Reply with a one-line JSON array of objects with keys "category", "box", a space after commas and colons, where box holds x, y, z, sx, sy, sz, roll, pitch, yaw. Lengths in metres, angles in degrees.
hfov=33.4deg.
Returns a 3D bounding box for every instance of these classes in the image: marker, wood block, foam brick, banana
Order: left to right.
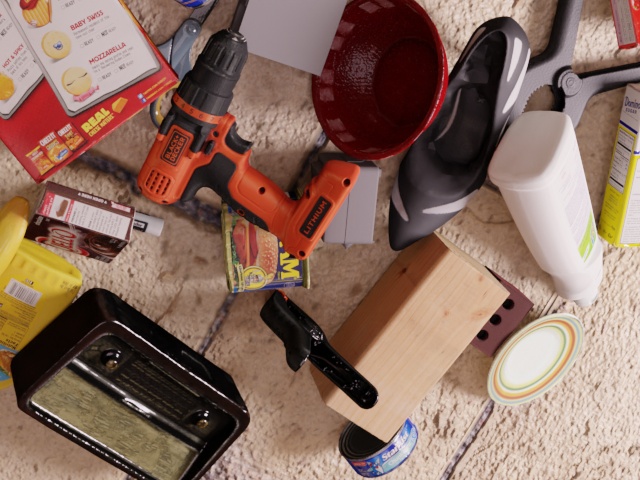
[{"category": "banana", "box": [-0.347, 0.029, 1.013, 0.198, 0.037, 0.069, -26, 89, 17]}, {"category": "marker", "box": [-0.217, -0.030, 1.068, 0.121, 0.020, 0.020, 18, 104, -16]}, {"category": "wood block", "box": [0.091, 0.097, 1.136, 0.090, 0.091, 0.206, 35, 99, -20]}, {"category": "foam brick", "box": [0.183, 0.078, 1.169, 0.053, 0.051, 0.078, 34, 99, -20]}]

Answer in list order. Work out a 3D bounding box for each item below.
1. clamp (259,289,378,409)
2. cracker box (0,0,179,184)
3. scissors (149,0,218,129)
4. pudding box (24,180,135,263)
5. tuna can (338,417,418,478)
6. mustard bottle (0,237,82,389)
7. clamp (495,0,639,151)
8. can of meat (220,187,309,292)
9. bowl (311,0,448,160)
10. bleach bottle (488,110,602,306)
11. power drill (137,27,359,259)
[{"category": "clamp", "box": [-0.020, 0.099, 1.068, 0.039, 0.172, 0.120, -49, 136, 1]}, {"category": "cracker box", "box": [-0.256, -0.186, 0.971, 0.164, 0.072, 0.213, -36, 105, 1]}, {"category": "scissors", "box": [-0.119, -0.185, 1.036, 0.202, 0.016, 0.096, -39, 111, 4]}, {"category": "pudding box", "box": [-0.231, -0.016, 1.022, 0.090, 0.114, 0.039, 17, 71, -17]}, {"category": "tuna can", "box": [0.064, 0.219, 1.176, 0.086, 0.086, 0.033, -35, 113, 2]}, {"category": "mustard bottle", "box": [-0.325, 0.092, 1.068, 0.096, 0.058, 0.192, 30, 100, -19]}, {"category": "clamp", "box": [0.248, -0.176, 1.102, 0.210, 0.036, 0.164, -41, 110, 0]}, {"category": "can of meat", "box": [-0.057, 0.001, 1.092, 0.084, 0.057, 0.102, -5, 109, -7]}, {"category": "bowl", "box": [0.068, -0.156, 1.032, 0.055, 0.162, 0.162, 0, 113, -47]}, {"category": "bleach bottle", "box": [0.248, -0.013, 1.110, 0.102, 0.068, 0.250, -60, 140, -30]}, {"category": "power drill", "box": [-0.060, -0.082, 1.000, 0.187, 0.057, 0.185, 31, 115, -1]}]
